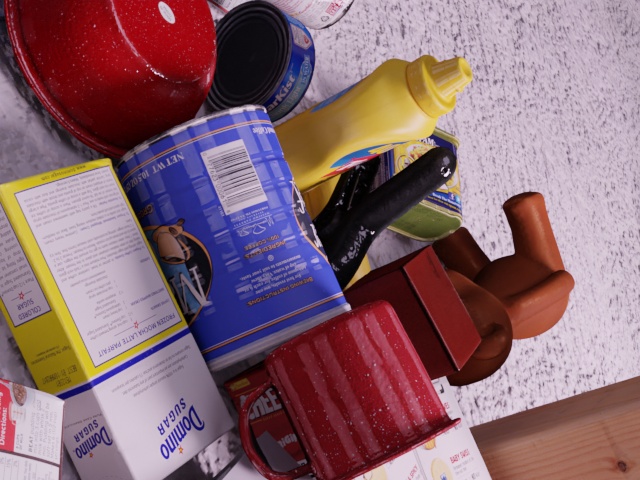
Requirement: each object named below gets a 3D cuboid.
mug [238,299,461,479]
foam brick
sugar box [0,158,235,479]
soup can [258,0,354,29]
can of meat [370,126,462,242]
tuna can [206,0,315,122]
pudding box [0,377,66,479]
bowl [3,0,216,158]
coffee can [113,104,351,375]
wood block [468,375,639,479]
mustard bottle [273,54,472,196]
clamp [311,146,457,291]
[{"bbox_3d":[0.009,0.091,0.600,0.081,0.117,0.093,63,-11,10],"label":"mug"},{"bbox_3d":[0.062,0.052,0.712,0.078,0.051,0.052,62,31,-2],"label":"foam brick"},{"bbox_3d":[-0.122,0.047,0.591,0.093,0.048,0.176,-26,95,-58],"label":"sugar box"},{"bbox_3d":[-0.027,-0.204,0.783,0.102,0.069,0.068,19,54,-43],"label":"soup can"},{"bbox_3d":[0.075,-0.054,0.915,0.101,0.058,0.084,20,55,-34],"label":"can of meat"},{"bbox_3d":[-0.046,-0.128,0.776,0.033,0.086,0.086,18,55,-51],"label":"tuna can"},{"bbox_3d":[-0.172,0.104,0.487,0.113,0.039,0.090,26,49,-42],"label":"pudding box"},{"bbox_3d":[-0.117,-0.134,0.676,0.161,0.055,0.162,26,55,-45],"label":"bowl"},{"bbox_3d":[-0.054,0.001,0.662,0.102,0.103,0.140,-17,83,-57],"label":"coffee can"},{"bbox_3d":[0.193,0.171,0.803,0.090,0.206,0.091,-22,88,-57],"label":"wood block"},{"bbox_3d":[0.020,-0.077,0.736,0.096,0.192,0.058,-24,89,-57],"label":"mustard bottle"},{"bbox_3d":[0.013,-0.010,0.763,0.039,0.171,0.120,47,-5,-19],"label":"clamp"}]
